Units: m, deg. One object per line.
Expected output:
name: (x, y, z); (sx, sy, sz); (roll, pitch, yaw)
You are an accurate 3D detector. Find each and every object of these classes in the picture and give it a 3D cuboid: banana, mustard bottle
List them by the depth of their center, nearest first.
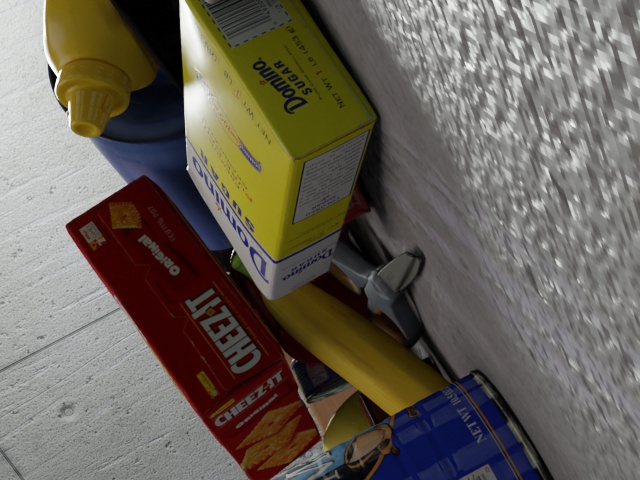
mustard bottle: (-0.122, -0.145, 0.623); (0.096, 0.058, 0.191); (66, -155, -61)
banana: (0.027, 0.072, 0.627); (0.198, 0.037, 0.069); (34, -170, 30)

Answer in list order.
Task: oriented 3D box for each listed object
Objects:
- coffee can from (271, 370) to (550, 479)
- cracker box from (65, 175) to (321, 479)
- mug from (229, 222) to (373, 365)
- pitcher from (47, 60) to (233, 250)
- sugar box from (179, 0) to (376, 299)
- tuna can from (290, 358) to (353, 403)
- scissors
coffee can: (0.035, 0.138, 0.496); (0.103, 0.140, 0.103); (62, 177, 5)
cracker box: (-0.080, 0.071, 0.751); (0.164, 0.072, 0.213); (50, 169, 22)
mug: (-0.003, 0.021, 0.729); (0.082, 0.093, 0.117); (51, 133, 52)
pitcher: (-0.088, -0.076, 0.777); (0.243, 0.145, 0.149); (72, 180, -69)
sugar box: (-0.026, -0.043, 0.497); (0.093, 0.048, 0.176); (58, 162, 16)
tuna can: (0.021, 0.091, 0.818); (0.034, 0.086, 0.086); (63, 177, 13)
scissors: (0.024, 0.013, 0.590); (0.096, 0.016, 0.201); (43, 170, 19)
